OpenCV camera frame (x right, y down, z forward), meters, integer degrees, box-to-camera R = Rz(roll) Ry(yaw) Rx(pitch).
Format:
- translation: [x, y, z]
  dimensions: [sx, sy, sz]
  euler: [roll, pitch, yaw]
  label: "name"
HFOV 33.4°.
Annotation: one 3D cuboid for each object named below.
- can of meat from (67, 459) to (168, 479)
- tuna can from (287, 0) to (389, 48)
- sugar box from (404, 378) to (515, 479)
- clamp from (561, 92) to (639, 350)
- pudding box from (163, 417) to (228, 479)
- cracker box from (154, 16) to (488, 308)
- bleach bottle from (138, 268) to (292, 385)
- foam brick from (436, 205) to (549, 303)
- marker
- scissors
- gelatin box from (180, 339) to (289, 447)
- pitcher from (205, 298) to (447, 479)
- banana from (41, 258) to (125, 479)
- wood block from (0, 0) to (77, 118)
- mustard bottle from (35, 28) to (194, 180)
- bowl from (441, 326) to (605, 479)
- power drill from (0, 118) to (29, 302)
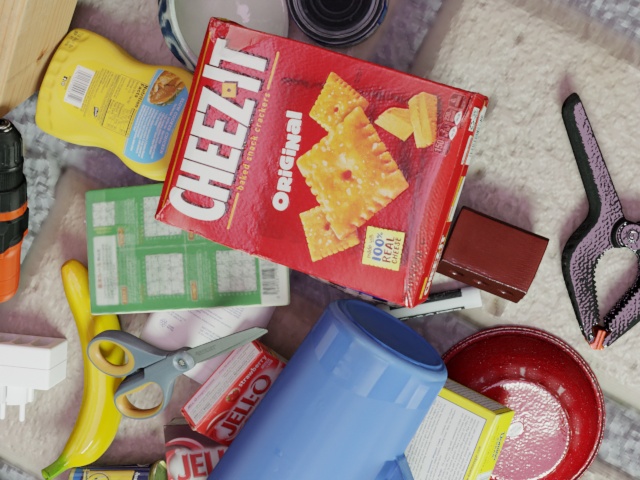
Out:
- translation: [-0.181, 0.249, 0.951]
  dimensions: [0.084, 0.057, 0.102]
  euler: [-3, 62, 10]
  label: "can of meat"
- translation: [0.015, -0.207, 0.904]
  dimensions: [0.086, 0.033, 0.086]
  euler: [1, 96, 7]
  label: "tuna can"
- translation: [0.065, 0.148, 0.898]
  dimensions: [0.176, 0.048, 0.093]
  euler: [25, 100, 32]
  label: "sugar box"
- translation: [0.250, -0.014, 0.894]
  dimensions: [0.164, 0.036, 0.210]
  euler: [22, 99, 4]
  label: "clamp"
- translation: [-0.081, 0.204, 0.958]
  dimensions: [0.113, 0.039, 0.090]
  euler: [-4, 94, 7]
  label: "pudding box"
- translation: [-0.001, -0.060, 0.804]
  dimensions: [0.214, 0.072, 0.164]
  euler: [19, 98, 13]
  label: "cracker box"
- translation: [-0.056, 0.001, 0.922]
  dimensions: [0.102, 0.068, 0.251]
  euler: [31, 97, 5]
  label: "bleach bottle"
- translation: [0.143, 0.013, 0.896]
  dimensions: [0.078, 0.053, 0.051]
  euler: [21, 77, 5]
  label: "foam brick"
- translation: [0.080, 0.059, 0.932]
  dimensions: [0.121, 0.020, 0.020]
  euler: [-11, 95, 8]
  label: "marker"
- translation: [-0.130, 0.088, 0.883]
  dimensions: [0.096, 0.016, 0.202]
  euler: [45, 131, -2]
  label: "scissors"
- translation: [-0.062, 0.132, 0.898]
  dimensions: [0.089, 0.073, 0.030]
  euler: [-49, 45, 1]
  label: "gelatin box"
- translation: [0.003, 0.177, 0.838]
  dimensions: [0.149, 0.145, 0.243]
  euler: [27, 104, -21]
  label: "pitcher"
- translation: [-0.205, 0.116, 0.954]
  dimensions: [0.037, 0.069, 0.198]
  euler: [5, 90, 43]
  label: "banana"
- translation: [-0.252, -0.206, 0.856]
  dimensions: [0.090, 0.090, 0.206]
  euler: [36, 135, 2]
  label: "wood block"
- translation: [-0.143, -0.104, 0.905]
  dimensions: [0.192, 0.058, 0.096]
  euler: [24, 91, 16]
  label: "mustard bottle"
- translation: [0.166, 0.157, 0.915]
  dimensions: [0.162, 0.055, 0.162]
  euler: [1, 96, 7]
  label: "bowl"
- translation: [-0.343, -0.045, 0.927]
  dimensions: [0.188, 0.057, 0.185]
  euler: [19, 124, 8]
  label: "power drill"
